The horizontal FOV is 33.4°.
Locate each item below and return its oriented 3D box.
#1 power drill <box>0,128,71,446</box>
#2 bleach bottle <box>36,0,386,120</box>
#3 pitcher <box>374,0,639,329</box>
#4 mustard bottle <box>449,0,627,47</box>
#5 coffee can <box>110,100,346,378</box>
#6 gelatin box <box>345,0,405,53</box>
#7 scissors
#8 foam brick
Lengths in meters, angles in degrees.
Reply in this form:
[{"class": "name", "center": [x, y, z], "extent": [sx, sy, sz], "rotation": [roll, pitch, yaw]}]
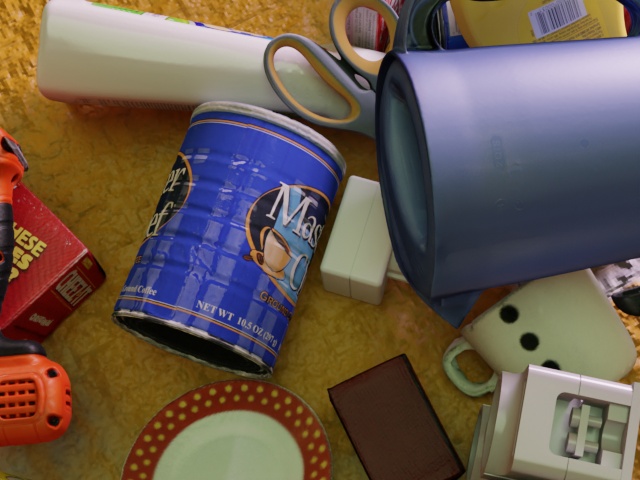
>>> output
[{"class": "power drill", "center": [-0.236, 0.031, 0.603], "extent": [0.184, 0.057, 0.187], "rotation": [-4, 77, -6]}, {"class": "bleach bottle", "center": [-0.051, -0.109, 0.701], "extent": [0.250, 0.102, 0.068], "rotation": [7, 98, -4]}, {"class": "pitcher", "center": [0.153, -0.059, 0.568], "extent": [0.242, 0.149, 0.145], "rotation": [-9, 53, -7]}, {"class": "mustard bottle", "center": [0.155, -0.086, 0.653], "extent": [0.096, 0.058, 0.191], "rotation": [-26, 110, -2]}, {"class": "coffee can", "center": [-0.054, 0.001, 0.652], "extent": [0.103, 0.103, 0.140], "rotation": [17, 74, 8]}, {"class": "gelatin box", "center": [0.040, -0.165, 0.708], "extent": [0.030, 0.089, 0.073], "rotation": [22, 74, 8]}, {"class": "scissors", "center": [0.059, -0.074, 0.653], "extent": [0.201, 0.016, 0.096], "rotation": [33, 87, -9]}, {"class": "foam brick", "center": [0.044, 0.116, 0.635], "extent": [0.051, 0.053, 0.078], "rotation": [-25, 71, -5]}]
